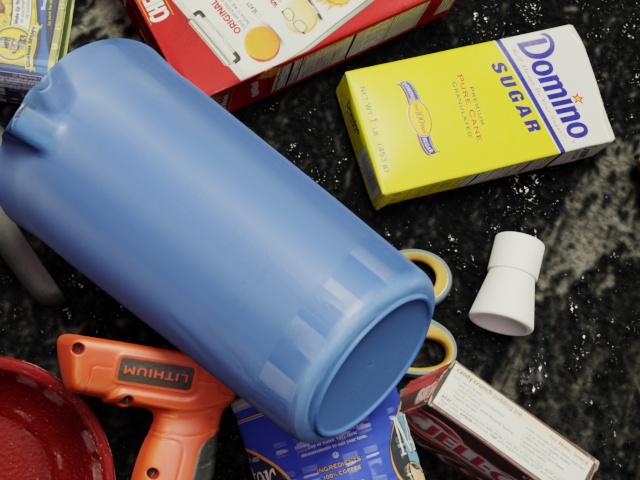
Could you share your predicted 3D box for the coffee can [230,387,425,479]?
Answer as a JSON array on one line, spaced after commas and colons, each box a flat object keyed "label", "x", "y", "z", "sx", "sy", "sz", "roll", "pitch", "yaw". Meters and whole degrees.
[{"label": "coffee can", "x": 0.013, "y": 0.151, "z": 0.653, "sx": 0.102, "sy": 0.103, "sz": 0.140, "roll": -16, "pitch": 81, "yaw": -12}]

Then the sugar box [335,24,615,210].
[{"label": "sugar box", "x": 0.109, "y": -0.088, "z": 0.749, "sx": 0.176, "sy": 0.048, "sz": 0.093, "roll": -15, "pitch": 80, "yaw": -10}]

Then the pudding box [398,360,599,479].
[{"label": "pudding box", "x": 0.106, "y": 0.127, "z": 0.678, "sx": 0.113, "sy": 0.090, "sz": 0.039, "roll": 33, "pitch": 70, "yaw": -2}]

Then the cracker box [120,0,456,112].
[{"label": "cracker box", "x": -0.031, "y": -0.195, "z": 0.739, "sx": 0.213, "sy": 0.072, "sz": 0.164, "roll": -26, "pitch": 82, "yaw": -12}]

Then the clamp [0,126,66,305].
[{"label": "clamp", "x": -0.218, "y": -0.031, "z": 0.691, "sx": 0.171, "sy": 0.039, "sz": 0.120, "roll": 15, "pitch": 69, "yaw": -7}]

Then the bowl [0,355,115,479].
[{"label": "bowl", "x": -0.206, "y": 0.149, "z": 0.638, "sx": 0.162, "sy": 0.055, "sz": 0.162, "roll": 2, "pitch": 82, "yaw": -15}]

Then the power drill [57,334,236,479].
[{"label": "power drill", "x": -0.125, "y": 0.150, "z": 0.602, "sx": 0.184, "sy": 0.057, "sz": 0.187, "roll": 10, "pitch": 84, "yaw": -21}]

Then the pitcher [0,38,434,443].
[{"label": "pitcher", "x": -0.054, "y": 0.001, "z": 0.602, "sx": 0.243, "sy": 0.145, "sz": 0.149, "roll": 37, "pitch": 51, "yaw": 26}]

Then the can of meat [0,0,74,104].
[{"label": "can of meat", "x": -0.210, "y": -0.141, "z": 0.704, "sx": 0.084, "sy": 0.057, "sz": 0.102, "roll": 7, "pitch": 71, "yaw": -9}]
